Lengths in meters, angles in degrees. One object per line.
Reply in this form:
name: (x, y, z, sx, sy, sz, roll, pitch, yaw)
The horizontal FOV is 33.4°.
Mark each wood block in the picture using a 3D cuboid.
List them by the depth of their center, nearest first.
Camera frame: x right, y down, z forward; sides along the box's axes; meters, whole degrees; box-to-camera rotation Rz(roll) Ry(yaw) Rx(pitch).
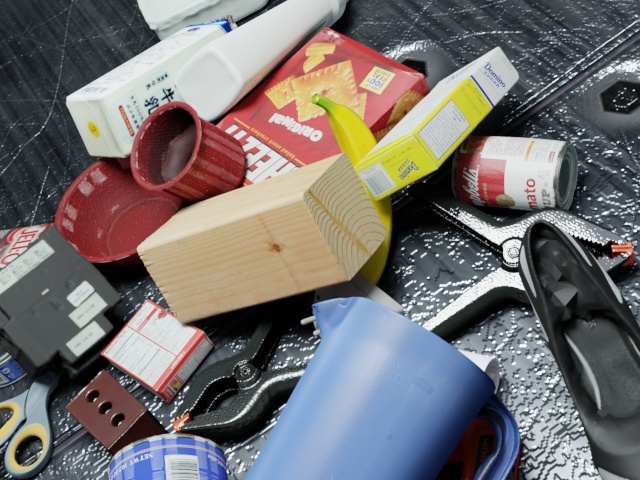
wood block: (-0.057, 0.002, 0.991, 0.207, 0.091, 0.090, -16, 20, 36)

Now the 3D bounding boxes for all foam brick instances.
foam brick: (-0.190, 0.169, 1.000, 0.078, 0.051, 0.053, 31, 70, 39)

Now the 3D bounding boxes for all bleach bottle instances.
bleach bottle: (-0.050, -0.231, 1.215, 0.250, 0.068, 0.103, -43, 6, -40)

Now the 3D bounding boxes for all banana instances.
banana: (0.038, -0.047, 1.032, 0.069, 0.198, 0.037, -13, -1, -30)

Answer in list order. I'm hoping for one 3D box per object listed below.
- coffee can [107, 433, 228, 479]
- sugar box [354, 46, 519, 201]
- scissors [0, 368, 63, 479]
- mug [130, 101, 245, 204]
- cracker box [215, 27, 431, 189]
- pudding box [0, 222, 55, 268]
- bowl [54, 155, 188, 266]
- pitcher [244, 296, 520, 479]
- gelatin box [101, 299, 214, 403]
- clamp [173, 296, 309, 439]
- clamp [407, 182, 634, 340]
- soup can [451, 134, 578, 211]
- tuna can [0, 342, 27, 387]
coffee can: (-0.120, 0.245, 0.873, 0.103, 0.102, 0.140, -20, 48, 9)
sugar box: (0.113, -0.112, 1.017, 0.094, 0.048, 0.176, -26, 13, 50)
scissors: (-0.265, 0.157, 1.066, 0.096, 0.016, 0.201, 36, 62, 24)
mug: (-0.138, -0.082, 1.075, 0.117, 0.081, 0.093, 6, 77, 38)
cracker box: (-0.008, -0.116, 1.130, 0.213, 0.072, 0.164, -44, 49, -12)
pudding box: (-0.332, 0.025, 1.165, 0.090, 0.039, 0.113, -8, 31, 19)
bowl: (-0.204, -0.027, 1.159, 0.162, 0.055, 0.162, -13, 50, 15)
pitcher: (0.024, 0.177, 0.786, 0.149, 0.144, 0.242, 21, 75, 46)
gelatin box: (-0.160, 0.108, 1.050, 0.089, 0.030, 0.073, 25, 68, 36)
clamp: (-0.064, 0.121, 0.992, 0.171, 0.039, 0.120, -27, 41, -7)
clamp: (0.170, 0.027, 0.954, 0.210, 0.036, 0.164, 3, 71, 19)
soup can: (0.183, -0.063, 1.004, 0.102, 0.068, 0.068, 7, 57, 28)
tuna can: (-0.336, 0.110, 1.125, 0.086, 0.033, 0.086, -13, 50, 15)
